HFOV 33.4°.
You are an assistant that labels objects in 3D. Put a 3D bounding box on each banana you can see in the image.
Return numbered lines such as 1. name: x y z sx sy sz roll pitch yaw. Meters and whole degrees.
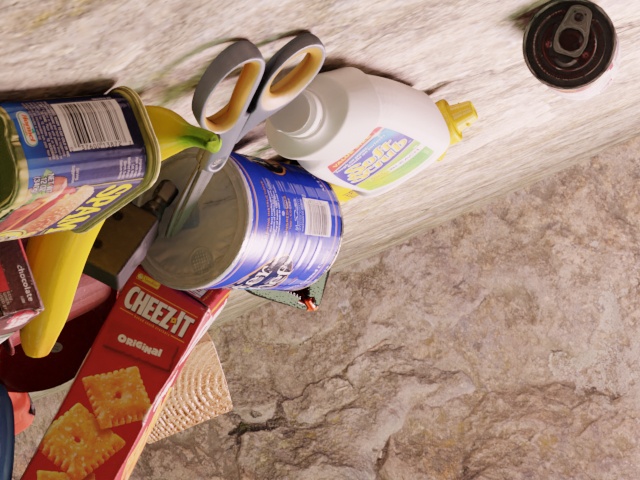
1. banana: -0.136 -0.015 0.631 0.037 0.070 0.198 11 130 -46

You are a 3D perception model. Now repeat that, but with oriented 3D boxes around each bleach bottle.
1. bleach bottle: 0.018 -0.079 0.783 0.103 0.068 0.250 -31 171 19

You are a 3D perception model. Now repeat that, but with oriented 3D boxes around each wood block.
1. wood block: -0.171 0.099 1.084 0.090 0.090 0.206 -21 -147 -13

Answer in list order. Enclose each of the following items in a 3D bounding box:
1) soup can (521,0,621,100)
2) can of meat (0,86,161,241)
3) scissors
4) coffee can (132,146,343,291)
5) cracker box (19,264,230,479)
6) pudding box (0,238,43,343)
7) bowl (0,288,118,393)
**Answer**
1. soup can: 0.196 -0.146 0.825 0.069 0.068 0.102 -24 175 17
2. can of meat: -0.148 -0.036 0.556 0.083 0.057 0.102 -13 169 -46
3. scissors: -0.050 -0.065 0.662 0.096 0.016 0.202 -29 164 -22
4. coffee can: -0.060 -0.014 0.794 0.103 0.103 0.140 -25 166 25
5. cracker box: -0.154 0.119 0.848 0.214 0.072 0.164 -60 -178 4
6. pudding box: -0.209 0.015 0.638 0.039 0.090 0.114 -15 173 -35
7. bowl: -0.227 0.071 0.864 0.161 0.055 0.162 -24 139 -22
